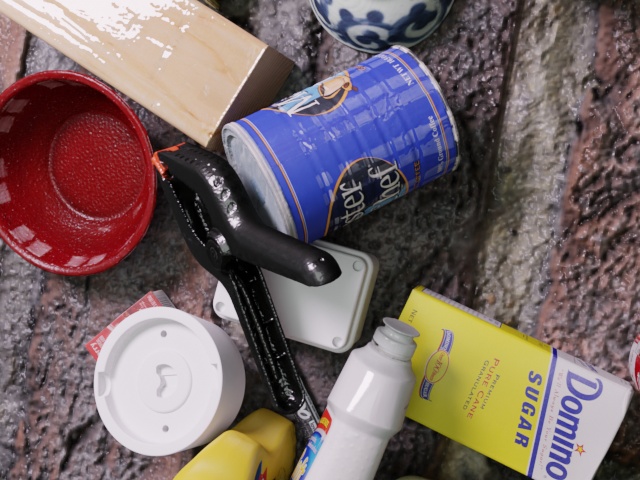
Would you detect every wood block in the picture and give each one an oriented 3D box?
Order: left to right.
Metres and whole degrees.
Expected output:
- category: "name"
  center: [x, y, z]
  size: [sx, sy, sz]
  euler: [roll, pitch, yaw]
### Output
- category: "wood block"
  center: [-0.136, -0.159, 0.828]
  size: [0.206, 0.090, 0.090]
  euler: [34, 97, 9]

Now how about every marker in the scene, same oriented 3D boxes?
- category: "marker"
  center: [-0.018, 0.124, 0.841]
  size: [0.020, 0.020, 0.121]
  euler: [-27, 85, 11]

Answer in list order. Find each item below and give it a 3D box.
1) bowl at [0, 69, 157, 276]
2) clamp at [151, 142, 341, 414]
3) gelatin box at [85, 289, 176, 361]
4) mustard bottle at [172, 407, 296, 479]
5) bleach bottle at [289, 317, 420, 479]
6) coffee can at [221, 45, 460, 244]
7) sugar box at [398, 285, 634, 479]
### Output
- category: "bowl"
  center: [-0.191, -0.055, 0.849]
  size: [0.162, 0.055, 0.162]
  euler: [4, 103, 18]
- category: "clamp"
  center: [-0.055, 0.001, 0.740]
  size: [0.036, 0.165, 0.210]
  euler: [-21, 64, -28]
- category: "gelatin box"
  center: [-0.133, 0.096, 0.860]
  size: [0.073, 0.030, 0.089]
  euler: [-39, 83, 10]
- category: "mustard bottle"
  center: [-0.069, 0.181, 0.764]
  size: [0.058, 0.191, 0.096]
  euler: [27, 96, 10]
- category: "bleach bottle"
  center: [0.010, 0.171, 0.777]
  size: [0.068, 0.102, 0.251]
  euler: [22, 103, -2]
- category: "coffee can"
  center: [0.014, -0.065, 0.767]
  size: [0.140, 0.103, 0.103]
  euler: [-27, 85, -13]
- category: "sugar box"
  center: [0.132, 0.112, 0.796]
  size: [0.176, 0.048, 0.093]
  euler: [24, 97, 12]
